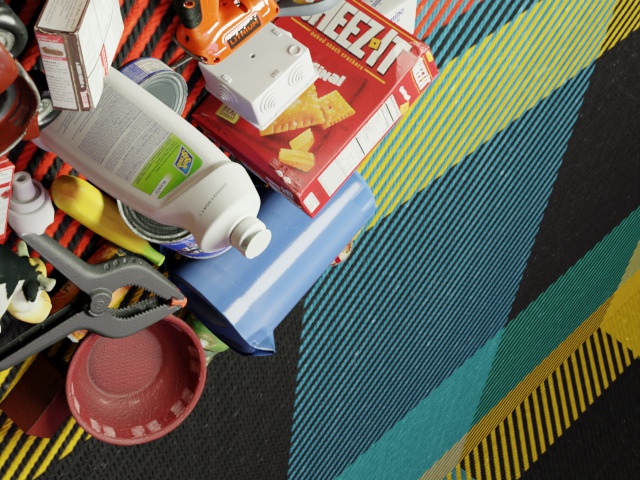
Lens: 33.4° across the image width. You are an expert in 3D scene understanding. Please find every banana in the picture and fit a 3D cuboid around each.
[{"bbox_3d":[-0.221,-0.030,1.065,0.037,0.070,0.197,-64,153,-10],"label":"banana"}]

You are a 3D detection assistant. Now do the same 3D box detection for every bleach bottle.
[{"bbox_3d":[-0.145,-0.061,0.932,0.102,0.251,0.068,-53,155,4],"label":"bleach bottle"}]

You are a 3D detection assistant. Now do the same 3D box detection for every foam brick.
[{"bbox_3d":[-0.311,0.178,1.210,0.078,0.053,0.051,-51,155,0],"label":"foam brick"}]

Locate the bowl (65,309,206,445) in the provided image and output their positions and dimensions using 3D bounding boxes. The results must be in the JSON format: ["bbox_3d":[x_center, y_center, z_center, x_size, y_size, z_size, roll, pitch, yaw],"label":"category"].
[{"bbox_3d":[-0.213,0.146,1.201,0.161,0.055,0.162,-9,110,-24],"label":"bowl"}]

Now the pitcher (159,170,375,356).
[{"bbox_3d":[-0.058,0.002,1.244,0.242,0.145,0.149,-46,121,-18],"label":"pitcher"}]

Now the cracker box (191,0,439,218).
[{"bbox_3d":[-0.006,-0.157,1.143,0.213,0.164,0.072,-49,157,-4],"label":"cracker box"}]

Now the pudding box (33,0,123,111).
[{"bbox_3d":[-0.197,-0.176,0.880,0.090,0.039,0.113,91,5,-52],"label":"pudding box"}]

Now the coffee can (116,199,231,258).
[{"bbox_3d":[-0.141,-0.039,1.112,0.103,0.103,0.140,-51,169,0],"label":"coffee can"}]

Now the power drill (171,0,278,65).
[{"bbox_3d":[-0.091,-0.266,0.981,0.184,0.057,0.187,-41,151,-15],"label":"power drill"}]

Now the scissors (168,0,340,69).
[{"bbox_3d":[-0.054,-0.221,1.069,0.201,0.096,0.016,-46,141,-18],"label":"scissors"}]

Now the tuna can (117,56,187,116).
[{"bbox_3d":[-0.173,-0.135,1.043,0.086,0.034,0.086,-39,153,-25],"label":"tuna can"}]

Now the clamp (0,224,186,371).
[{"bbox_3d":[-0.241,0.067,1.102,0.209,0.036,0.165,10,111,-37],"label":"clamp"}]
